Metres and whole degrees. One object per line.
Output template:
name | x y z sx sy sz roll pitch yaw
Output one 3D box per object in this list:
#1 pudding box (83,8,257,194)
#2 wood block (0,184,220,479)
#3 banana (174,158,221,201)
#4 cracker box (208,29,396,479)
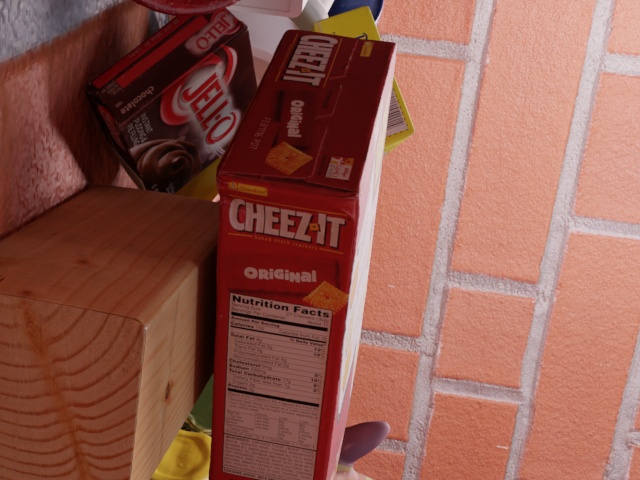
pudding box | -0.080 -0.077 0.614 0.090 0.039 0.113 -40 165 -13
wood block | -0.102 0.041 0.513 0.206 0.090 0.091 -65 164 -75
banana | -0.062 -0.069 0.846 0.197 0.037 0.070 -42 160 -39
cracker box | -0.012 0.018 0.573 0.164 0.072 0.214 -75 172 -55
